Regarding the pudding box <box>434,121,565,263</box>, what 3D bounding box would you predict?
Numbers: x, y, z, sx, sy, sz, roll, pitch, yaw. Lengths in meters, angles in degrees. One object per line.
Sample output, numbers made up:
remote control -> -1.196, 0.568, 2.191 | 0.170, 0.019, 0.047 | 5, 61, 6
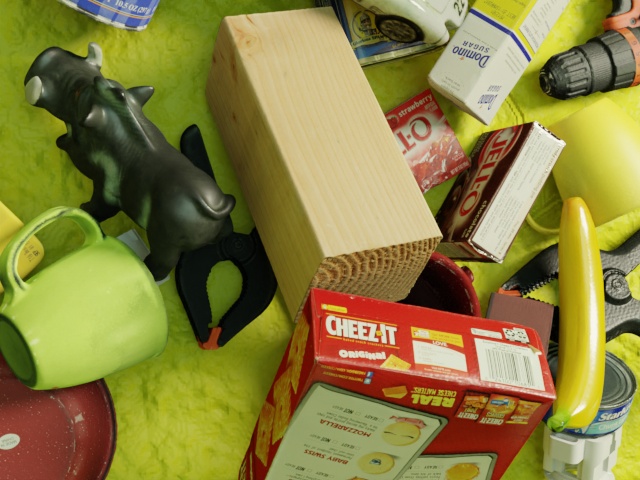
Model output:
pudding box -> 0.137, -0.037, 0.852 | 0.039, 0.090, 0.113 | 30, 81, -14

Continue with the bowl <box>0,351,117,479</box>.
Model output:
bowl -> -0.223, 0.142, 0.759 | 0.162, 0.055, 0.162 | 1, 88, -17

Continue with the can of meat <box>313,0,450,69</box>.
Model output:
can of meat -> 0.047, -0.183, 0.847 | 0.102, 0.057, 0.084 | -16, 95, -17

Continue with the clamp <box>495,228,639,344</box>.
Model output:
clamp -> 0.246, 0.034, 0.899 | 0.210, 0.036, 0.164 | 3, 64, -7

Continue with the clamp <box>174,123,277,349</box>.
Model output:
clamp -> -0.055, 0.001, 0.820 | 0.120, 0.039, 0.171 | 6, 86, -6

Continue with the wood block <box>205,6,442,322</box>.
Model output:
wood block -> -0.005, -0.057, 0.760 | 0.090, 0.090, 0.206 | -11, 61, -22

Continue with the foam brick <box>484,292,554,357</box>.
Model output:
foam brick -> 0.151, 0.086, 0.835 | 0.051, 0.078, 0.053 | 9, 123, 12

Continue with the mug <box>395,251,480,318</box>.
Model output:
mug -> 0.071, 0.055, 0.829 | 0.117, 0.082, 0.093 | -37, 93, -30

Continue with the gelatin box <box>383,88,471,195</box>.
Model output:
gelatin box -> 0.067, -0.069, 0.863 | 0.089, 0.030, 0.073 | -32, 97, -15

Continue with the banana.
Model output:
banana -> 0.201, 0.065, 0.828 | 0.037, 0.069, 0.197 | -1, 61, 18

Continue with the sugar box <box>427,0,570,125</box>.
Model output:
sugar box -> 0.155, -0.181, 0.835 | 0.048, 0.093, 0.176 | 38, 98, 19

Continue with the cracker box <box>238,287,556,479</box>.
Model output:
cracker box -> 0.043, 0.137, 0.751 | 0.164, 0.214, 0.072 | 10, 42, -12
